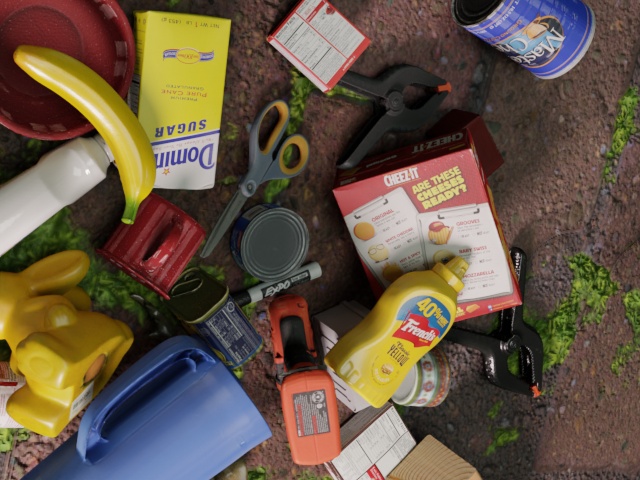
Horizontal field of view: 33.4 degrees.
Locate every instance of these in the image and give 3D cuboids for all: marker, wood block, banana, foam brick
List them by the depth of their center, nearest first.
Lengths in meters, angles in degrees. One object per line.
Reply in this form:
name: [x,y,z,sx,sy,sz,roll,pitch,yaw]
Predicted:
banana: [-0.209,-0.113,1.009,0.197,0.037,0.069,58,45,-23]
marker: [-0.055,0.053,1.229,0.121,0.020,0.020,-21,113,-23]
foam brick: [0.175,-0.113,1.293,0.051,0.053,0.078,-41,121,-13]
wood block: [0.175,0.358,1.381,0.090,0.091,0.206,-43,131,-13]

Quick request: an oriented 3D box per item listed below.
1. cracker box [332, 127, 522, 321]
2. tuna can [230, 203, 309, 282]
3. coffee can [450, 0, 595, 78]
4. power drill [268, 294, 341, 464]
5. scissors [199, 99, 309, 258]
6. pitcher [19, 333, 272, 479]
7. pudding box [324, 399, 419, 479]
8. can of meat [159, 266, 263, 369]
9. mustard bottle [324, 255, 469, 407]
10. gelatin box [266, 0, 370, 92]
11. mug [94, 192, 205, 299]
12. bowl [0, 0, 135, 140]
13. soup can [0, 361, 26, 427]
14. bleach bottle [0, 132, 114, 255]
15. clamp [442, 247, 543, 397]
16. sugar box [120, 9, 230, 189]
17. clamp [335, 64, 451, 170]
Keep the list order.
cracker box: [0.127,-0.006,1.246,0.164,0.072,0.213,-16,116,13]
tuna can: [-0.058,0.001,1.204,0.086,0.034,0.086,-8,108,-28]
coffee can: [0.239,-0.266,1.256,0.140,0.103,0.103,25,91,-32]
power drill: [-0.020,0.172,1.188,0.057,0.188,0.184,-11,109,-6]
scissors: [-0.065,-0.056,1.162,0.096,0.016,0.201,33,69,-42]
pitcher: [-0.182,0.207,1.067,0.242,0.145,0.149,-37,94,-14]
pudding box: [0.061,0.263,1.343,0.113,0.039,0.090,-40,120,-16]
can of meat: [-0.117,0.086,1.156,0.057,0.102,0.084,-42,122,-14]
mustard bottle: [0.097,0.093,1.201,0.191,0.058,0.096,-48,127,-3]
gelatin box: [-0.002,-0.218,1.162,0.089,0.030,0.073,40,82,-10]
mug: [-0.169,0.003,1.097,0.093,0.117,0.081,36,79,-15]
bowl: [-0.263,-0.180,1.024,0.161,0.055,0.162,-8,108,-28]
soup can: [-0.317,0.156,1.081,0.102,0.069,0.068,6,101,-31]
bleach bottle: [-0.295,-0.028,1.021,0.250,0.103,0.068,-37,104,-17]
clamp: [0.233,0.134,1.405,0.164,0.036,0.210,-33,118,-18]
sugar box: [-0.147,-0.141,1.081,0.093,0.048,0.176,-1,102,-30]
clamp: [0.071,-0.166,1.228,0.171,0.039,0.120,-29,112,-26]
